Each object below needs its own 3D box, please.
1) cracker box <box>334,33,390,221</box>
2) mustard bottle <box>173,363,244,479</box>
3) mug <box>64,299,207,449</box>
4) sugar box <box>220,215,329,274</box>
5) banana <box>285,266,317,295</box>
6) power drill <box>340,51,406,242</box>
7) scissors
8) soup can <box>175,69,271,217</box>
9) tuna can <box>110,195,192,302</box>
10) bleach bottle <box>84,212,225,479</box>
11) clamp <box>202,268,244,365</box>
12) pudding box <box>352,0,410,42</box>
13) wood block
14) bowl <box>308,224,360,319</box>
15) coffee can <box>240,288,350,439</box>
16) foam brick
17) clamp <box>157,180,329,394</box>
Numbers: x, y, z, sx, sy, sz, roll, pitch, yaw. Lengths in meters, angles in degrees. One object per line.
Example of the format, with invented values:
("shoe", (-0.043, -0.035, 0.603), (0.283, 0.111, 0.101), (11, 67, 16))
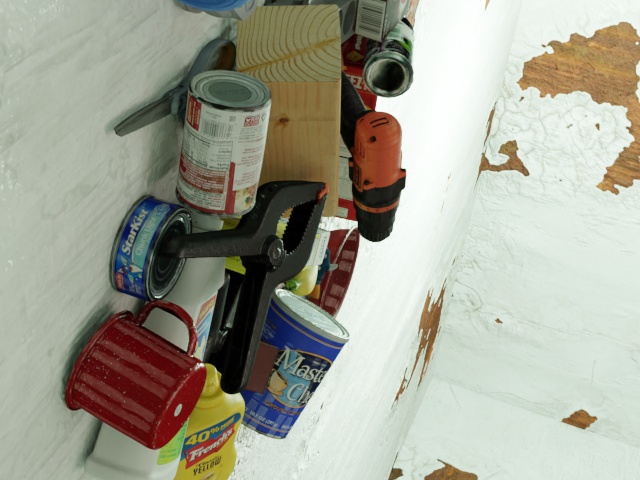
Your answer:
("cracker box", (0.044, -0.158, 1.324), (0.164, 0.072, 0.214), (-68, 168, -53))
("mustard bottle", (-0.122, 0.188, 1.066), (0.096, 0.058, 0.192), (-21, 143, -30))
("mug", (-0.140, 0.105, 0.863), (0.117, 0.081, 0.093), (-62, 168, 1))
("sugar box", (-0.057, 0.001, 1.089), (0.176, 0.093, 0.048), (-25, 131, -74))
("banana", (-0.020, -0.009, 1.236), (0.070, 0.037, 0.198), (94, -3, -54))
("power drill", (0.032, -0.109, 1.143), (0.057, 0.188, 0.184), (-20, 146, -15))
("scissors", (-0.117, -0.100, 0.876), (0.201, 0.016, 0.096), (-57, 160, -48))
("soup can", (-0.080, -0.079, 0.870), (0.068, 0.068, 0.102), (-53, 159, -55))
("tuna can", (-0.139, 0.008, 0.887), (0.086, 0.034, 0.086), (18, 90, -77))
("bleach bottle", (-0.136, 0.091, 0.954), (0.102, 0.068, 0.251), (18, 87, -78))
("clamp", (-0.116, 0.092, 1.081), (0.120, 0.039, 0.171), (15, 92, -79))
("pudding box", (0.071, -0.278, 1.117), (0.089, 0.039, 0.113), (-52, 158, -48))
("wood block", (-0.027, -0.114, 0.997), (0.206, 0.091, 0.090), (91, -2, -58))
("bowl", (0.003, 0.048, 1.483), (0.162, 0.055, 0.162), (18, 90, -77))
("coffee can", (-0.045, 0.142, 1.229), (0.140, 0.103, 0.102), (-58, 169, 8))
("foam brick", (-0.087, 0.126, 1.145), (0.078, 0.051, 0.053), (18, -92, 67))
("clamp", (-0.052, 0.022, 0.941), (0.209, 0.036, 0.164), (-45, 131, -43))
